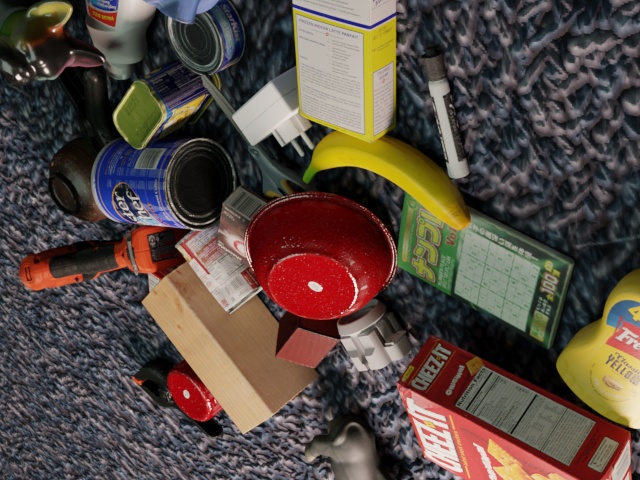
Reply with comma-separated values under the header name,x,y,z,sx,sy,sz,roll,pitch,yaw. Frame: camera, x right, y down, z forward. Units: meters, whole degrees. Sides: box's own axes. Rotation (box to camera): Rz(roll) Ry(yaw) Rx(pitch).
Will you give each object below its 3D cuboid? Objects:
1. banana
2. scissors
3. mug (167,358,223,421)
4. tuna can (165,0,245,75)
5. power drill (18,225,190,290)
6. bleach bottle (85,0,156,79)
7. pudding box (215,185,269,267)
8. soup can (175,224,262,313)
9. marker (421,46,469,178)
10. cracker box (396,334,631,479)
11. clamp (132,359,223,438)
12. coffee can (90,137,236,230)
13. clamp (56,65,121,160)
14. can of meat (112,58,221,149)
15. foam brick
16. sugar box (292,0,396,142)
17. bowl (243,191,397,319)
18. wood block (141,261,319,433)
name,x,y,z,sx,sy,sz,roll,pitch,yaw
banana,0.062,-0.067,1.009,0.198,0.037,0.069,21,129,38
scissors,-0.067,-0.083,1.134,0.202,0.016,0.096,45,148,-1
mug,-0.136,0.184,1.382,0.117,0.081,0.093,17,130,38
tuna can,-0.118,-0.213,1.091,0.086,0.033,0.086,27,136,30
power drill,-0.254,0.019,1.339,0.188,0.184,0.057,-12,94,31
bleach bottle,-0.205,-0.271,1.116,0.103,0.068,0.251,37,142,24
pudding box,-0.058,0.001,1.170,0.113,0.039,0.090,35,148,10
soup can,-0.112,0.026,1.244,0.102,0.068,0.069,52,143,1
marker,0.110,-0.113,0.940,0.020,0.020,0.121,8,124,43
cracker box,0.187,0.199,1.024,0.214,0.072,0.164,25,153,31
clamp,-0.204,0.221,1.521,0.172,0.039,0.120,5,118,52
coffee can,-0.179,-0.066,1.214,0.141,0.102,0.103,6,122,44
clamp,-0.278,-0.154,1.292,0.165,0.036,0.210,41,153,41
can of meat,-0.167,-0.150,1.151,0.057,0.083,0.102,52,143,2
foam brick,-0.012,0.100,1.194,0.051,0.053,0.078,17,145,-14
sugar box,0.022,-0.184,0.957,0.093,0.048,0.176,25,131,33
bowl,-0.004,0.029,1.084,0.162,0.055,0.162,6,132,6
wood block,-0.111,0.119,1.298,0.206,0.090,0.090,52,143,2
